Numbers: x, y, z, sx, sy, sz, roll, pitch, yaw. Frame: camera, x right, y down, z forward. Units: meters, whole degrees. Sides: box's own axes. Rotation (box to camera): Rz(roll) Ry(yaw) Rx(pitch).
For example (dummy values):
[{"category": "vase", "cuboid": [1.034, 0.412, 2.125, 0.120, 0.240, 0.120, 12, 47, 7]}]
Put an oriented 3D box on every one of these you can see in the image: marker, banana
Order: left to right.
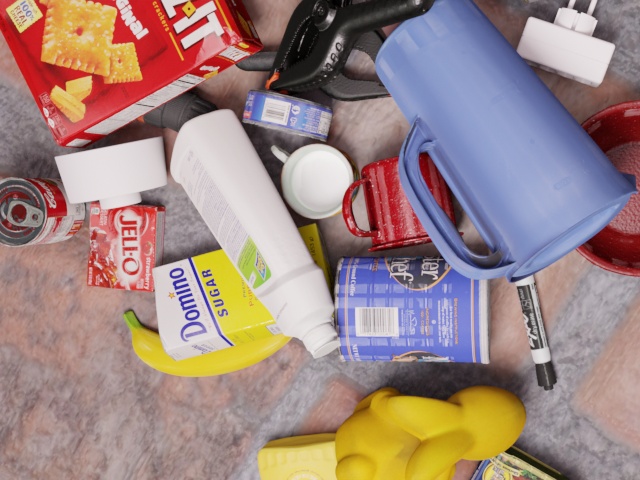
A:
[{"category": "banana", "cuboid": [-0.111, 0.104, 1.089, 0.198, 0.037, 0.069, -2, 93, 11]}, {"category": "marker", "cuboid": [0.209, 0.086, 1.036, 0.020, 0.020, 0.121, -13, 91, 11]}]

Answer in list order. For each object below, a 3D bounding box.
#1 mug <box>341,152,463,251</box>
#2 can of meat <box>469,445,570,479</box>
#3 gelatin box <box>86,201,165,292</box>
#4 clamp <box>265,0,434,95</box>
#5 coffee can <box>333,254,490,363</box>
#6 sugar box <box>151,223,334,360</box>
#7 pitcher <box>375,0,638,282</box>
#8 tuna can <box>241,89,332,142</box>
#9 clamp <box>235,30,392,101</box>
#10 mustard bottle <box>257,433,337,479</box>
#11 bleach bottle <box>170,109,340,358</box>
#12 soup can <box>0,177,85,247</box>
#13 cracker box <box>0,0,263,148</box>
[{"category": "mug", "cuboid": [0.073, -0.035, 1.014, 0.117, 0.093, 0.081, -8, 86, -23]}, {"category": "can of meat", "cuboid": [0.189, 0.252, 1.031, 0.102, 0.057, 0.084, 29, 95, 7]}, {"category": "gelatin box", "cuboid": [-0.201, 0.006, 1.104, 0.073, 0.030, 0.089, 5, 94, 10]}, {"category": "clamp", "cuboid": [0.020, -0.200, 0.964, 0.210, 0.036, 0.164, -51, 42, 31]}, {"category": "coffee can", "cuboid": [0.090, 0.065, 1.015, 0.140, 0.102, 0.103, -1, 93, 11]}, {"category": "sugar box", "cuboid": [-0.075, 0.052, 1.058, 0.176, 0.048, 0.093, -15, 65, 7]}, {"category": "pitcher", "cuboid": [0.146, -0.088, 0.934, 0.145, 0.149, 0.243, -42, 73, 27]}, {"category": "tuna can", "cuboid": [-0.032, -0.121, 1.036, 0.086, 0.086, 0.034, 14, 94, 10]}, {"category": "clamp", "cuboid": [0.008, -0.199, 1.049, 0.171, 0.039, 0.120, 22, 102, 6]}, {"category": "mustard bottle", "cuboid": [-0.002, 0.294, 1.069, 0.096, 0.058, 0.191, -8, 92, 11]}, {"category": "bleach bottle", "cuboid": [-0.057, 0.001, 1.004, 0.068, 0.103, 0.251, -21, 68, -24]}, {"category": "soup can", "cuboid": [-0.288, -0.030, 1.081, 0.068, 0.102, 0.068, 1, 93, 11]}, {"category": "cracker box", "cuboid": [-0.187, -0.207, 1.011, 0.214, 0.072, 0.164, -26, 88, 15]}]
